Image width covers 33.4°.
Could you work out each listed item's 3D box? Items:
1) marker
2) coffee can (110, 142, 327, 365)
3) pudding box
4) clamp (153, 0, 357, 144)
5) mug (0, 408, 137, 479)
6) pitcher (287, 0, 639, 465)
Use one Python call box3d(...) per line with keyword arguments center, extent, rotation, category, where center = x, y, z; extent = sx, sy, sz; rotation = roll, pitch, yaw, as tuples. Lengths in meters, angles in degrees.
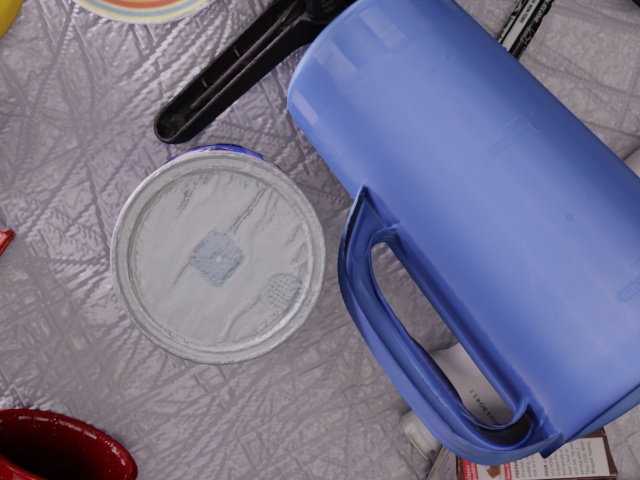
box3d(center=(0.131, -0.145, 0.630), extent=(0.020, 0.020, 0.121), rotation=(31, 94, -8), category="marker")
box3d(center=(-0.054, 0.001, 0.571), extent=(0.102, 0.140, 0.103), rotation=(-1, 97, -5), category="coffee can")
box3d(center=(0.111, 0.141, 0.620), extent=(0.090, 0.113, 0.039), rotation=(-3, 58, -5), category="pudding box")
box3d(center=(-0.009, -0.143, 0.571), extent=(0.210, 0.164, 0.036), rotation=(-24, 59, -8), category="clamp")
box3d(center=(-0.172, 0.150, 0.604), extent=(0.117, 0.093, 0.081), rotation=(19, 100, -20), category="mug")
box3d(center=(0.084, -0.013, 0.551), extent=(0.145, 0.149, 0.243), rotation=(-46, 73, 23), category="pitcher")
